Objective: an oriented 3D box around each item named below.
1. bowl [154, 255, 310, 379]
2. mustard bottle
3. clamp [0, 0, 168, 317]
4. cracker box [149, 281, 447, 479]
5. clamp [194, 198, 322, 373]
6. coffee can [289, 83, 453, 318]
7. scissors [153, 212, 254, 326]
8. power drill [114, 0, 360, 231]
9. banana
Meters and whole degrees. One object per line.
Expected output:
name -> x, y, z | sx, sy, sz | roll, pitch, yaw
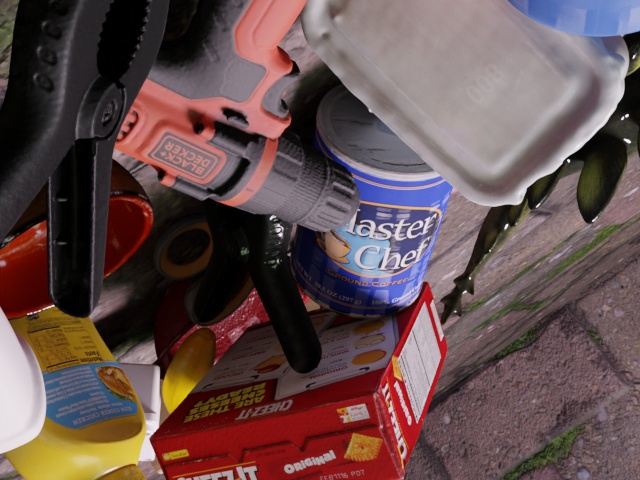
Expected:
bowl -> -0.081, 0.051, 0.898 | 0.162, 0.055, 0.162 | -31, 163, -10
mustard bottle -> -0.154, 0.088, 0.622 | 0.058, 0.192, 0.096 | -41, 162, 23
clamp -> -0.104, -0.051, 0.418 | 0.164, 0.036, 0.210 | -32, 142, -75
cracker box -> -0.004, 0.111, 0.779 | 0.164, 0.072, 0.213 | -15, -167, 19
clamp -> -0.055, 0.001, 0.722 | 0.120, 0.171, 0.039 | 7, -158, 41
coffee can -> 0.038, -0.029, 0.753 | 0.102, 0.103, 0.140 | -23, 144, -32
scissors -> -0.048, -0.029, 0.786 | 0.096, 0.016, 0.202 | 33, 91, -36
power drill -> -0.011, -0.091, 0.522 | 0.184, 0.057, 0.188 | 22, 123, -35
banana -> -0.103, 0.118, 0.890 | 0.069, 0.037, 0.198 | -57, 170, -13
